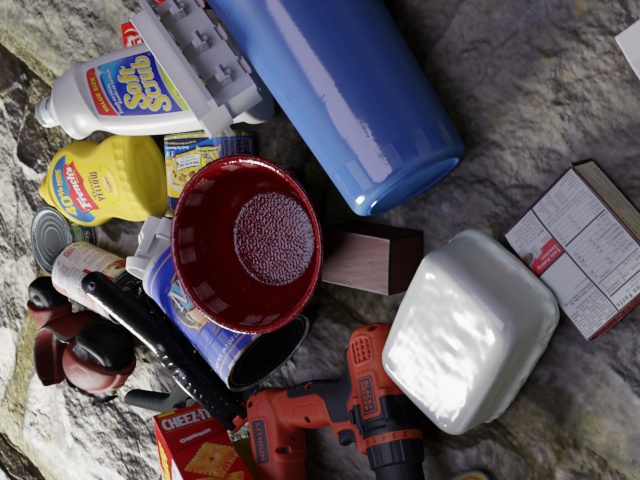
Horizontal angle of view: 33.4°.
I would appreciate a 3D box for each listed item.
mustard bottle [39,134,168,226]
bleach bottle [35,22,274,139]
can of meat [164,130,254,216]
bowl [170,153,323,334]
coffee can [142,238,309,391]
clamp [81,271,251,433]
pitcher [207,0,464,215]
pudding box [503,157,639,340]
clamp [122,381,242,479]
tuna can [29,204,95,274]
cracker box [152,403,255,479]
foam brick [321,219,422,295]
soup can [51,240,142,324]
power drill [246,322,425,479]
[{"bbox_3d":[-0.252,-0.065,1.192,0.192,0.058,0.096,-5,108,42],"label":"mustard bottle"},{"bbox_3d":[-0.174,-0.143,1.059,0.251,0.068,0.102,-10,88,24],"label":"bleach bottle"},{"bbox_3d":[-0.111,-0.067,1.074,0.102,0.057,0.084,1,97,40],"label":"can of meat"},{"bbox_3d":[-0.056,0.001,0.969,0.162,0.055,0.162,4,98,29],"label":"bowl"},{"bbox_3d":[-0.094,0.063,1.054,0.140,0.102,0.103,45,124,24],"label":"coffee can"},{"bbox_3d":[-0.147,0.108,1.089,0.036,0.164,0.210,-45,87,3],"label":"clamp"},{"bbox_3d":[0.014,-0.143,0.916,0.145,0.149,0.243,-36,78,24],"label":"pitcher"},{"bbox_3d":[0.209,0.007,0.828,0.113,0.039,0.090,53,128,17],"label":"pudding box"},{"bbox_3d":[-0.153,0.186,1.173,0.172,0.039,0.120,-45,74,30],"label":"clamp"},{"bbox_3d":[-0.307,-0.002,1.269,0.086,0.033,0.086,9,105,39],"label":"tuna can"},{"bbox_3d":[-0.096,0.287,1.051,0.214,0.072,0.164,-131,33,-52],"label":"cracker box"},{"bbox_3d":[0.046,0.015,0.958,0.078,0.052,0.051,11,106,39],"label":"foam brick"},{"bbox_3d":[-0.247,0.046,1.205,0.102,0.068,0.068,21,112,36],"label":"soup can"},{"bbox_3d":[0.017,0.186,0.995,0.188,0.057,0.184,-25,65,39],"label":"power drill"}]
